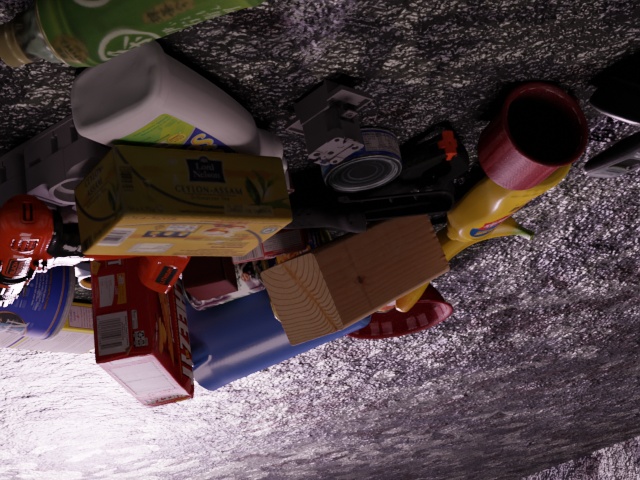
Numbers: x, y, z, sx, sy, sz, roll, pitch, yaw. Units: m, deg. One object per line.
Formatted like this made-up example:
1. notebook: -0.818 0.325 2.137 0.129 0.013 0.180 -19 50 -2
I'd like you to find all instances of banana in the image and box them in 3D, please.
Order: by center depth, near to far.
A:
1. banana: 0.167 0.014 1.334 0.198 0.070 0.037 -30 151 -2

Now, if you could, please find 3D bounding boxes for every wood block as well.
1. wood block: 0.044 0.035 1.216 0.090 0.091 0.205 -22 -179 43

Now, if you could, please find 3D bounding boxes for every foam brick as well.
1. foam brick: -0.132 0.024 1.237 0.051 0.078 0.053 -16 158 7

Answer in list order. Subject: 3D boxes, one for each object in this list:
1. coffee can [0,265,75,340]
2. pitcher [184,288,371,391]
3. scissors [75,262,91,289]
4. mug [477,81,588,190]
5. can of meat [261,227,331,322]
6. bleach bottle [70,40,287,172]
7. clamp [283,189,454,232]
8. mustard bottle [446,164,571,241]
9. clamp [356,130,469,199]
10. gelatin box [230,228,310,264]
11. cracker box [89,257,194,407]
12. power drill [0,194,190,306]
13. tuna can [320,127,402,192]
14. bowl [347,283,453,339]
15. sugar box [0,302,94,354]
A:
1. coffee can: -0.347 0.046 1.139 0.140 0.103 0.103 14 148 -35
2. pitcher: -0.059 0.095 1.400 0.243 0.149 0.145 -21 141 15
3. scissors: -0.281 0.024 1.251 0.096 0.016 0.202 -2 156 -25
4. mug: 0.218 -0.108 1.086 0.117 0.093 0.082 -42 176 -25
5. can of meat: -0.022 0.038 1.293 0.084 0.102 0.057 -17 160 8
6. bleach bottle: -0.105 -0.101 0.972 0.103 0.068 0.250 -22 158 27
7. clamp: 0.028 -0.032 1.149 0.164 0.036 0.210 -11 -172 -41
8. mustard bottle: 0.201 -0.046 1.239 0.096 0.058 0.192 -26 170 -33
9. clamp: 0.123 -0.072 1.177 0.120 0.039 0.172 -8 165 -25
10. gelatin box: -0.058 0.001 1.240 0.089 0.030 0.073 -11 -173 4
11. cracker box: -0.205 0.088 1.245 0.072 0.164 0.213 -10 158 3
12. power drill: -0.231 0.017 1.037 0.187 0.057 0.185 0 155 -25
13. tuna can: 0.042 -0.083 1.116 0.086 0.034 0.086 -9 158 -4
14. bowl: 0.107 0.092 1.539 0.162 0.055 0.162 -10 158 -4
15. sugar box: -0.364 0.108 1.378 0.175 0.048 0.094 15 147 -40
